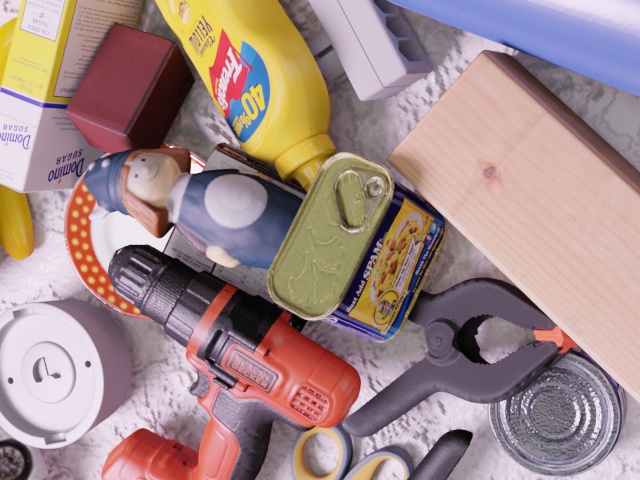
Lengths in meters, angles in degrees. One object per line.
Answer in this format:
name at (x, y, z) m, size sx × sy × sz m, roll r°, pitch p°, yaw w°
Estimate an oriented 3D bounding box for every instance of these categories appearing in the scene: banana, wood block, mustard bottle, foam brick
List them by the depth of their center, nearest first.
wood block at (0.152, -0.013, 0.645) m, size 0.206 × 0.090 × 0.091 m, roll 45°, pitch 109°, yaw 10°
mustard bottle at (-0.043, -0.114, 0.707) m, size 0.191 × 0.058 × 0.096 m, roll 60°, pitch 148°, yaw 8°
foam brick at (-0.132, -0.101, 0.746) m, size 0.051 × 0.053 × 0.078 m, roll 20°, pitch 72°, yaw 16°
banana at (-0.237, -0.086, 0.809) m, size 0.070 × 0.037 × 0.198 m, roll 16°, pitch 101°, yaw 19°

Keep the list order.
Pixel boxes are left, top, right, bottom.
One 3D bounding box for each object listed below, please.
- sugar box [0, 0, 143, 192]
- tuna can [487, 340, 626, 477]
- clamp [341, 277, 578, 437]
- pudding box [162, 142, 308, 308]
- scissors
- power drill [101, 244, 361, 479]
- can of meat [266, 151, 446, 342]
sugar box at (-0.178, -0.124, 0.754) m, size 0.048 × 0.093 × 0.176 m, roll 24°, pitch 103°, yaw 19°
tuna can at (0.152, 0.108, 0.687) m, size 0.086 × 0.033 × 0.086 m, roll 2°, pitch 96°, yaw 20°
clamp at (0.078, 0.056, 0.689) m, size 0.172 × 0.039 × 0.120 m, roll -17°, pitch 82°, yaw 30°
pudding box at (-0.055, 0.001, 0.739) m, size 0.090 × 0.039 × 0.113 m, roll 27°, pitch 100°, yaw 5°
scissors at (-0.017, 0.208, 0.769) m, size 0.096 × 0.016 × 0.202 m, roll 46°, pitch 108°, yaw 7°
power drill at (-0.086, 0.109, 0.728) m, size 0.184 × 0.057 × 0.188 m, roll 32°, pitch 124°, yaw 5°
can of meat at (0.026, 0.008, 0.664) m, size 0.058 × 0.083 × 0.102 m, roll 25°, pitch 89°, yaw 37°
